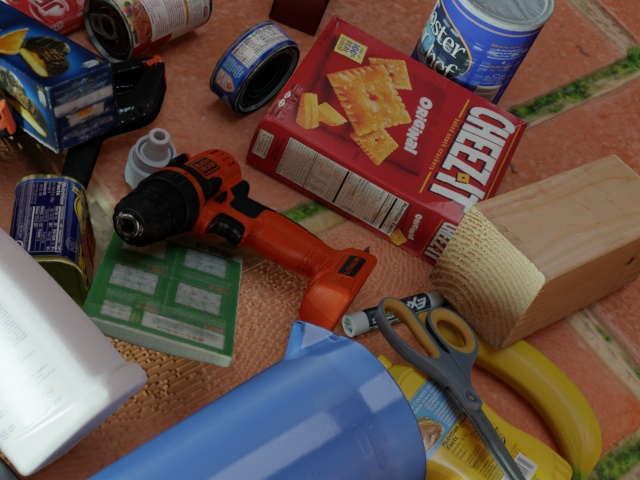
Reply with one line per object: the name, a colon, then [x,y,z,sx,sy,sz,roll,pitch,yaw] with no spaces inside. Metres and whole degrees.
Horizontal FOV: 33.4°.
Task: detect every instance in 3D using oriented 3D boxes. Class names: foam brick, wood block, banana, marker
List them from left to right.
foam brick: [-0.014,-0.259,1.088,0.053,0.051,0.078,21,51,-2]
marker: [0.074,0.057,0.905,0.120,0.020,0.020,-15,61,-27]
banana: [0.166,0.119,0.880,0.069,0.037,0.198,-31,69,-35]
wood block: [0.204,0.006,0.917,0.205,0.091,0.090,-19,56,-40]

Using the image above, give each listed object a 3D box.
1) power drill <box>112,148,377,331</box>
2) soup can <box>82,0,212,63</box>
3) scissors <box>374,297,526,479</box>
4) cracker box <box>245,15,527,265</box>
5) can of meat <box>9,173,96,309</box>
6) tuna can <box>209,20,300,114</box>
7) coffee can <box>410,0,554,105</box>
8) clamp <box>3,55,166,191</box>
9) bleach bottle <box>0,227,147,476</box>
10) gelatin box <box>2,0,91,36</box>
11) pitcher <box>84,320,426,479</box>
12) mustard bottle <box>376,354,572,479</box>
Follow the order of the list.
power drill: [-0.055,0.001,0.838,0.187,0.057,0.184,35,25,5]
soup can: [-0.160,-0.214,0.993,0.068,0.069,0.102,44,53,15]
scissors: [0.119,0.114,0.812,0.096,0.016,0.202,-9,48,-46]
cracker box: [0.064,-0.093,0.978,0.213,0.072,0.164,29,51,2]
can of meat: [-0.198,0.013,0.790,0.057,0.102,0.084,-1,52,-5]
tuna can: [-0.059,-0.156,0.974,0.034,0.086,0.086,44,53,13]
coffee can: [0.151,-0.194,1.039,0.102,0.140,0.103,9,53,-13]
clamp: [-0.196,-0.102,0.897,0.165,0.036,0.209,28,43,31]
bleach bottle: [-0.230,0.026,0.700,0.251,0.103,0.068,51,14,5]
gelatin box: [-0.262,-0.225,0.990,0.089,0.030,0.073,43,53,14]
pitcher: [-0.053,0.178,0.711,0.242,0.145,0.149,-26,51,-29]
mustard bottle: [0.093,0.150,0.817,0.192,0.058,0.096,38,51,10]
